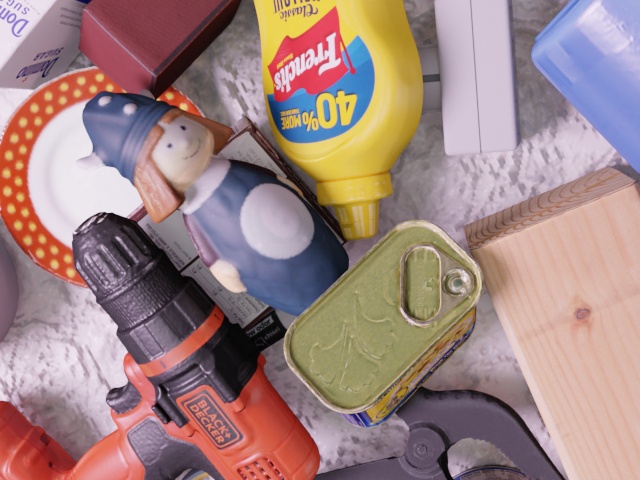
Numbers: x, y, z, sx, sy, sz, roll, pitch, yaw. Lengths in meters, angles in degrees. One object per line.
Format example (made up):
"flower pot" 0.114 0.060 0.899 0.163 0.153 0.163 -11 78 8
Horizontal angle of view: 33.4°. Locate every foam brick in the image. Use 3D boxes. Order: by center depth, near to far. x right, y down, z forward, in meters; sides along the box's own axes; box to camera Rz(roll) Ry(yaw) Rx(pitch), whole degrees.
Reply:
"foam brick" -0.085 -0.120 0.573 0.051 0.053 0.078 41 69 -3

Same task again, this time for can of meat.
"can of meat" 0.036 0.048 0.555 0.102 0.084 0.057 -43 71 -6

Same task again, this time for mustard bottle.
"mustard bottle" 0.008 -0.096 0.565 0.096 0.058 0.191 -4 97 43

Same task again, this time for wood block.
"wood block" 0.160 0.075 0.577 0.091 0.090 0.206 -23 96 8

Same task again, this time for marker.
"marker" -0.058 0.071 0.630 0.121 0.020 0.020 -34 94 8

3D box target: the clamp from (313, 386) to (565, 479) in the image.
"clamp" 0.056 0.105 0.599 0.171 0.039 0.120 8 91 13

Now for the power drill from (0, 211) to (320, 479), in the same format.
"power drill" -0.118 0.092 0.586 0.188 0.057 0.184 -29 104 26

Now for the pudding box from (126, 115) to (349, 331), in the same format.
"pudding box" -0.054 0.001 0.599 0.113 0.039 0.090 -40 104 5

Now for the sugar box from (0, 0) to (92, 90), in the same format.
"sugar box" -0.120 -0.158 0.565 0.048 0.093 0.176 44 99 0
